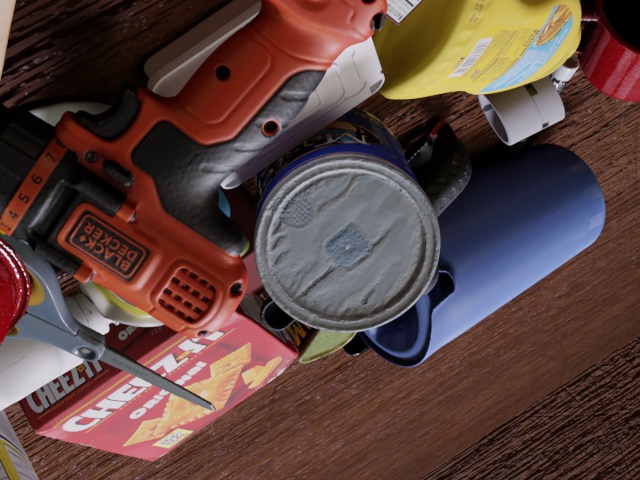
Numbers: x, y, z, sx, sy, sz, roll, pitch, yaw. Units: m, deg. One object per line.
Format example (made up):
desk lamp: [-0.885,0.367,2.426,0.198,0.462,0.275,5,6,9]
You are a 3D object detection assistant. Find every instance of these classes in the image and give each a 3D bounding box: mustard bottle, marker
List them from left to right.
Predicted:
mustard bottle: [0.116,-0.137,0.696,0.191,0.058,0.096,-10,148,-48]
marker: [0.186,-0.113,0.910,0.020,0.020,0.121,-23,157,-28]

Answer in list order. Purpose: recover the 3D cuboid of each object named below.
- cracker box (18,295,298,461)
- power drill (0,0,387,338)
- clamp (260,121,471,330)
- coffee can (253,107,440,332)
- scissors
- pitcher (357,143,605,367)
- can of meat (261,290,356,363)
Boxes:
cracker box: [-0.122,0.095,0.836,0.164,0.072,0.213,-35,159,2]
power drill: [-0.076,-0.071,0.465,0.188,0.184,0.057,-53,-165,12]
clamp: [0.060,-0.018,0.771,0.165,0.036,0.209,-12,-148,52]
coffee can: [0.011,-0.019,0.647,0.103,0.102,0.140,-38,-163,9]
scissors: [-0.135,0.048,0.615,0.201,0.016,0.096,21,138,-18]
pitcher: [0.131,0.003,0.959,0.242,0.149,0.145,-26,141,-29]
can of meat: [-0.003,0.037,0.868,0.057,0.084,0.102,-19,155,-34]
